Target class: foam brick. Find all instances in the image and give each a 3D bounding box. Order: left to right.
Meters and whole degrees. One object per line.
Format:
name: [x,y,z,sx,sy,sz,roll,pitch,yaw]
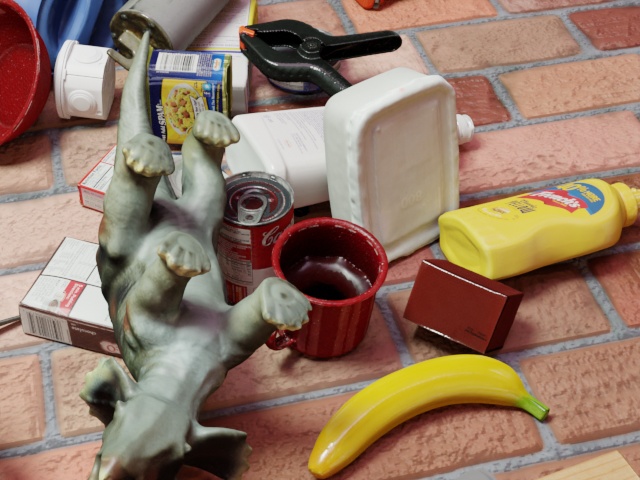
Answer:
foam brick: [0.117,0.053,0.877,0.078,0.053,0.051,24,11,22]

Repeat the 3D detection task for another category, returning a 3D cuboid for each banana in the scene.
banana: [0.076,0.127,0.821,0.197,0.037,0.070,-13,44,-14]

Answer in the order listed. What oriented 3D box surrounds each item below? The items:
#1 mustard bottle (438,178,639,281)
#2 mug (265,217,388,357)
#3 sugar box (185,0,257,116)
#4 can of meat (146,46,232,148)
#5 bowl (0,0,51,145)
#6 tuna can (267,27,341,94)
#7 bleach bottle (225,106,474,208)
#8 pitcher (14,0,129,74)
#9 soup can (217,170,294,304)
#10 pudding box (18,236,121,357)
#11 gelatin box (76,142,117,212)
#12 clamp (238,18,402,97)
mustard bottle: [0.210,-0.015,0.956,0.191,0.058,0.096,-14,21,-17]
mug: [-0.004,0.048,0.867,0.093,0.081,0.117,34,53,22]
sugar box: [-0.120,-0.203,1.169,0.093,0.048,0.176,1,46,2]
can of meat: [-0.131,-0.140,1.060,0.084,0.102,0.057,4,44,0]
bowl: [-0.324,-0.161,1.076,0.162,0.162,0.055,32,11,29]
tuna can: [-0.019,-0.198,1.171,0.086,0.034,0.086,0,43,0]
bleach bottle: [0.042,-0.087,1.018,0.250,0.068,0.103,-10,48,-27]
pitcher: [-0.330,-0.289,1.197,0.243,0.145,0.148,28,31,30]
soup can: [-0.056,0.001,0.907,0.068,0.102,0.068,0,43,-1]
pudding box: [-0.184,0.048,0.904,0.113,0.039,0.090,14,45,11]
gelatin box: [-0.175,-0.052,1.017,0.089,0.030,0.073,17,47,16]
clamp: [-0.006,-0.183,1.106,0.171,0.039,0.120,8,49,6]
